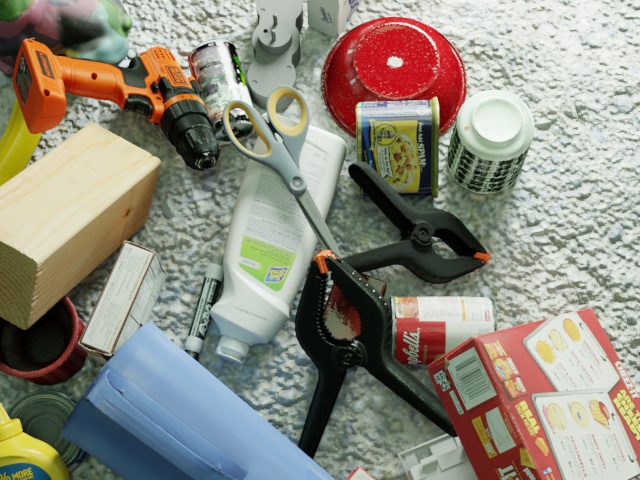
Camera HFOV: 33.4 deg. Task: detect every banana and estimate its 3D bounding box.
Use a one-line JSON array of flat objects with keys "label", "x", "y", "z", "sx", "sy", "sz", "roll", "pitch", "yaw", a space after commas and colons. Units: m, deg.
[{"label": "banana", "x": -0.331, "y": -0.100, "z": 1.125, "sx": 0.037, "sy": 0.069, "sz": 0.198, "roll": 20, "pitch": 86, "yaw": 34}]

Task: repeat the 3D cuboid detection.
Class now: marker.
[{"label": "marker", "x": -0.122, "y": 0.083, "z": 1.088, "sx": 0.020, "sy": 0.020, "sz": 0.121, "roll": 13, "pitch": 73, "yaw": 5}]

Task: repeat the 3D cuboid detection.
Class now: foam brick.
[{"label": "foam brick", "x": 0.030, "y": 0.073, "z": 1.071, "sx": 0.051, "sy": 0.053, "sz": 0.078, "roll": 19, "pitch": 73, "yaw": 7}]

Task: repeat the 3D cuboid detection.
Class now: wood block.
[{"label": "wood block", "x": -0.251, "y": -0.019, "z": 1.030, "sx": 0.090, "sy": 0.091, "sz": 0.205, "roll": 28, "pitch": 38, "yaw": 9}]

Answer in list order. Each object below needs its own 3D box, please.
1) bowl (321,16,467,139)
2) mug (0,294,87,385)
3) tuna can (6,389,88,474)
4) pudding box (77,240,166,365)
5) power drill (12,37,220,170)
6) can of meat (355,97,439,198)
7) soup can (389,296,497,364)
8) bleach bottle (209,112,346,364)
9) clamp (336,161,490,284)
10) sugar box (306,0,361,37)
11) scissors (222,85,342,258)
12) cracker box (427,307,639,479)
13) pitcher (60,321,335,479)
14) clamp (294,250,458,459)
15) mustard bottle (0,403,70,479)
[{"label": "bowl", "x": 0.081, "y": -0.182, "z": 1.151, "sx": 0.162, "sy": 0.055, "sz": 0.162, "roll": 0, "pitch": 72, "yaw": 1}, {"label": "mug", "x": -0.276, "y": 0.086, "z": 1.056, "sx": 0.093, "sy": 0.081, "sz": 0.117, "roll": 0, "pitch": 73, "yaw": 1}, {"label": "tuna can", "x": -0.269, "y": 0.190, "z": 1.048, "sx": 0.086, "sy": 0.034, "sz": 0.086, "roll": 0, "pitch": 72, "yaw": 1}, {"label": "pudding box", "x": -0.194, "y": 0.066, "z": 1.057, "sx": 0.039, "sy": 0.090, "sz": 0.113, "roll": 18, "pitch": 74, "yaw": 6}, {"label": "power drill", "x": -0.205, "y": -0.138, "z": 1.078, "sx": 0.187, "sy": 0.057, "sz": 0.184, "roll": 3, "pitch": 39, "yaw": -34}, {"label": "can of meat", "x": 0.079, "y": -0.094, "z": 1.103, "sx": 0.084, "sy": 0.057, "sz": 0.102, "roll": -1, "pitch": 114, "yaw": 3}, {"label": "soup can", "x": 0.120, "y": 0.089, "z": 1.057, "sx": 0.102, "sy": 0.068, "sz": 0.068, "roll": 1, "pitch": 72, "yaw": 1}, {"label": "bleach bottle", "x": -0.057, "y": 0.001, "z": 1.091, "sx": 0.102, "sy": 0.068, "sz": 0.250, "roll": 19, "pitch": 76, "yaw": 4}, {"label": "clamp", "x": 0.088, "y": 0.005, "z": 1.068, "sx": 0.171, "sy": 0.039, "sz": 0.120, "roll": 26, "pitch": 70, "yaw": -13}, {"label": "sugar box", "x": 0.046, "y": -0.317, "z": 1.174, "sx": 0.048, "sy": 0.093, "sz": 0.176, "roll": 26, "pitch": 75, "yaw": 9}, {"label": "scissors", "x": -0.014, "y": -0.074, "z": 1.069, "sx": 0.096, "sy": 0.016, "sz": 0.202, "roll": -43, "pitch": 85, "yaw": -11}, {"label": "cracker box", "x": 0.210, "y": 0.159, "z": 0.971, "sx": 0.213, "sy": 0.072, "sz": 0.164, "roll": -6, "pitch": 65, "yaw": -48}, {"label": "pitcher", "x": -0.109, "y": 0.196, "z": 0.978, "sx": 0.243, "sy": 0.145, "sz": 0.149, "roll": 37, "pitch": 39, "yaw": 3}, {"label": "clamp", "x": 0.022, "y": 0.115, "z": 1.018, "sx": 0.165, "sy": 0.036, "sz": 0.210, "roll": -22, "pitch": 94, "yaw": 14}, {"label": "mustard bottle", "x": -0.277, "y": 0.244, "z": 0.991, "sx": 0.096, "sy": 0.058, "sz": 0.191, "roll": -17, "pitch": 91, "yaw": 1}]
